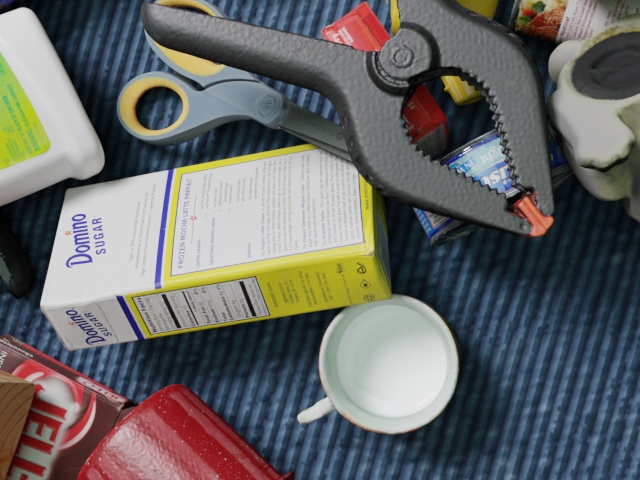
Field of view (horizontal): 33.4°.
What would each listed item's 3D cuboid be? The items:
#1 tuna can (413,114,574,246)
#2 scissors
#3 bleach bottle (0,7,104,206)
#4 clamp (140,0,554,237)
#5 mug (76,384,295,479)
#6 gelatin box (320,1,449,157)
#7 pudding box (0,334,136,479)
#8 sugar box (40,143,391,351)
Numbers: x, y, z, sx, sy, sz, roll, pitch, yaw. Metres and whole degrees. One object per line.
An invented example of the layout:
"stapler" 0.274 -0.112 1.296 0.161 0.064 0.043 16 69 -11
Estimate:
"tuna can" 0.088 -0.031 0.551 0.086 0.086 0.034 -28 82 6
"scissors" -0.042 -0.060 0.577 0.096 0.016 0.202 -49 62 11
"bleach bottle" -0.249 -0.031 0.559 0.250 0.068 0.102 -27 94 -17
"clamp" 0.027 -0.080 0.494 0.164 0.036 0.210 -33 87 6
"mug" -0.079 0.139 0.575 0.081 0.093 0.117 41 130 13
"gelatin box" 0.036 -0.077 0.559 0.030 0.089 0.073 -34 83 5
"pudding box" -0.170 0.123 0.606 0.090 0.039 0.113 25 91 9
"sugar box" -0.054 0.001 0.571 0.176 0.048 0.093 -11 44 11
